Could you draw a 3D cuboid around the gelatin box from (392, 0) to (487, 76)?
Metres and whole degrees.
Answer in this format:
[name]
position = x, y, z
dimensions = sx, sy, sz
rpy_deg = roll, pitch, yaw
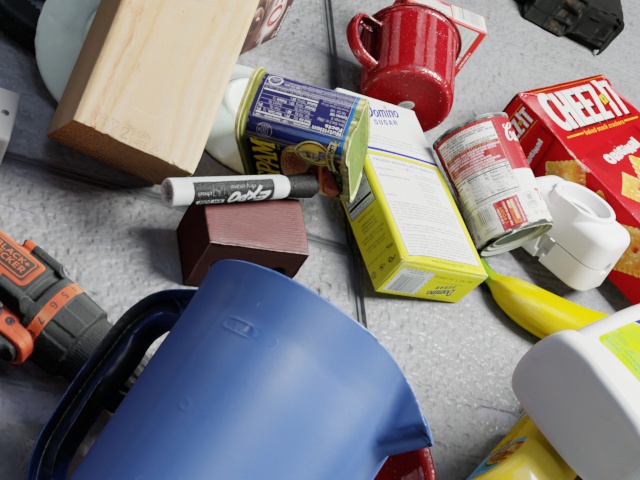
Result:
[gelatin box]
position = 0.100, -0.192, 1.008
dimensions = 0.089, 0.073, 0.030
rpy_deg = 18, 44, -18

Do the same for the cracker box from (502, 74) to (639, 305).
[cracker box]
position = 0.278, -0.054, 0.994
dimensions = 0.163, 0.072, 0.214
rpy_deg = -18, 62, -45

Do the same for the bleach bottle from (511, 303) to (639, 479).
[bleach bottle]
position = 0.240, 0.076, 0.717
dimensions = 0.250, 0.068, 0.103
rpy_deg = -20, 65, -42

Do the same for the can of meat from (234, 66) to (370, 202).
[can of meat]
position = -0.011, -0.074, 0.779
dimensions = 0.084, 0.102, 0.057
rpy_deg = 16, 70, 9

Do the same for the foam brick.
[foam brick]
position = -0.055, 0.001, 0.748
dimensions = 0.078, 0.053, 0.051
rpy_deg = 7, 49, -27

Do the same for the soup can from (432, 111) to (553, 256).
[soup can]
position = 0.143, -0.046, 0.885
dimensions = 0.068, 0.069, 0.102
rpy_deg = -9, 71, -38

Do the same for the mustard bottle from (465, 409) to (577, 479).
[mustard bottle]
position = 0.124, 0.160, 0.690
dimensions = 0.058, 0.096, 0.191
rpy_deg = 47, 43, 11

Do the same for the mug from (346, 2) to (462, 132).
[mug]
position = 0.069, -0.154, 0.937
dimensions = 0.117, 0.093, 0.081
rpy_deg = 35, 44, -29

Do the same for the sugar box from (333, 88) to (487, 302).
[sugar box]
position = 0.060, -0.037, 0.858
dimensions = 0.093, 0.048, 0.176
rpy_deg = 11, 45, -39

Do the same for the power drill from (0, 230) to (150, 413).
[power drill]
position = -0.201, 0.072, 0.587
dimensions = 0.184, 0.057, 0.187
rpy_deg = 37, 39, 6

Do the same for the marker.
[marker]
position = -0.051, -0.036, 0.727
dimensions = 0.120, 0.020, 0.020
rpy_deg = -5, 56, -36

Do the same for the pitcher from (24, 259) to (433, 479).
[pitcher]
position = -0.074, 0.135, 0.516
dimensions = 0.145, 0.149, 0.242
rpy_deg = 41, 68, -12

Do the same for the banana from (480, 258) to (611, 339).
[banana]
position = 0.220, 0.065, 0.883
dimensions = 0.197, 0.037, 0.069
rpy_deg = 20, 44, -17

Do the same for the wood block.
[wood block]
position = -0.105, -0.153, 0.746
dimensions = 0.090, 0.091, 0.206
rpy_deg = 24, 78, -22
